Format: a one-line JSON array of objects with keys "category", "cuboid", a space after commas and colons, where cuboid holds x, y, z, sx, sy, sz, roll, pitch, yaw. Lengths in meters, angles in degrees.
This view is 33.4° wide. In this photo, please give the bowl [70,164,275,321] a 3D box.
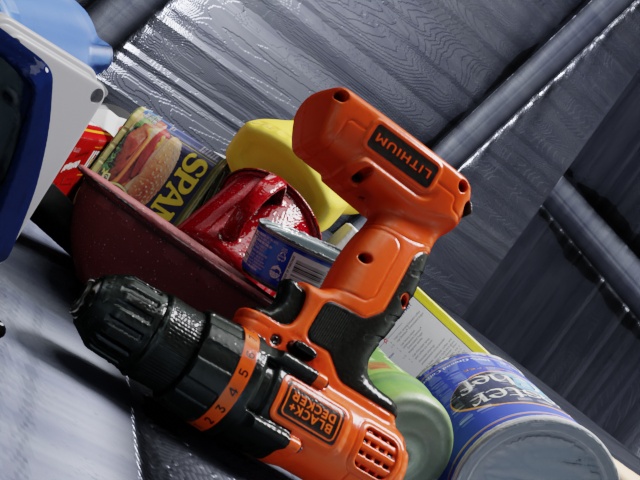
[{"category": "bowl", "cuboid": [-0.089, 0.024, 0.623, 0.162, 0.055, 0.162, 35, -3, 2]}]

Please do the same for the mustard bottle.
[{"category": "mustard bottle", "cuboid": [0.004, -0.061, 0.862, 0.096, 0.058, 0.191, 42, 23, 10]}]

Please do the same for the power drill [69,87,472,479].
[{"category": "power drill", "cuboid": [-0.012, 0.017, 0.540, 0.184, 0.187, 0.057, 35, -26, -20]}]

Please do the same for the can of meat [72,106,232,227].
[{"category": "can of meat", "cuboid": [-0.128, -0.040, 0.819, 0.084, 0.102, 0.057, 33, -13, 6]}]

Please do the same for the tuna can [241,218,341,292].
[{"category": "tuna can", "cuboid": [-0.006, 0.019, 0.672, 0.086, 0.034, 0.086, 24, 5, -3]}]

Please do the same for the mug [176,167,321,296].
[{"category": "mug", "cuboid": [-0.055, 0.001, 0.749, 0.093, 0.117, 0.081, 40, 49, 8]}]

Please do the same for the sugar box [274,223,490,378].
[{"category": "sugar box", "cuboid": [0.054, 0.077, 0.836, 0.176, 0.093, 0.048, 44, 0, -8]}]

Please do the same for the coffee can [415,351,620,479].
[{"category": "coffee can", "cuboid": [0.112, 0.138, 0.672, 0.102, 0.103, 0.140, 34, 3, -12]}]
